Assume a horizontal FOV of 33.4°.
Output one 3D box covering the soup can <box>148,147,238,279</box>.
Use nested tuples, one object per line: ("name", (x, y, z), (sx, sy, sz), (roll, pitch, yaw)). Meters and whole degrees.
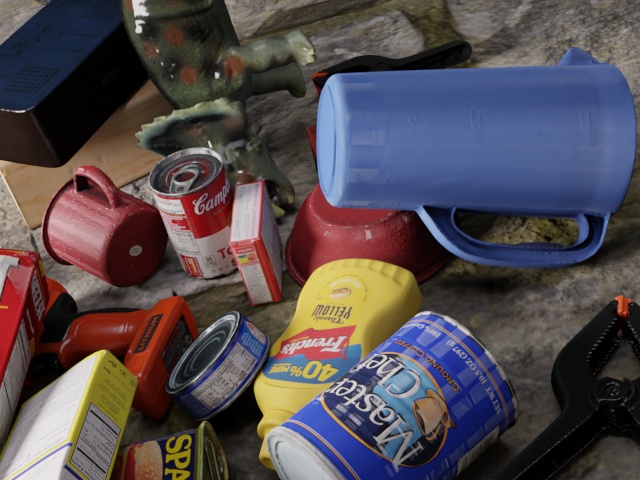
("soup can", (-0.107, -0.023, 0.963), (0.068, 0.102, 0.068), (-10, 38, 8))

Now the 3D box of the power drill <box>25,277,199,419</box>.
("power drill", (-0.208, 0.102, 0.881), (0.188, 0.057, 0.184), (1, 42, 21))

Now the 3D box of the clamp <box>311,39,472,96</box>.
("clamp", (0.076, -0.175, 1.136), (0.172, 0.039, 0.120), (11, 44, 31))

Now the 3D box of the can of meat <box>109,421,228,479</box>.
("can of meat", (-0.112, 0.184, 0.748), (0.084, 0.057, 0.102), (-15, 37, 7))

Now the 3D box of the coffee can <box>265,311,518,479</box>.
("coffee can", (0.049, 0.129, 0.720), (0.140, 0.103, 0.103), (-36, 42, -24))

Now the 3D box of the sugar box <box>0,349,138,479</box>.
("sugar box", (-0.184, 0.158, 0.735), (0.093, 0.048, 0.176), (-35, 24, 19))

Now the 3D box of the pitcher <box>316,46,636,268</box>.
("pitcher", (0.124, -0.071, 0.874), (0.242, 0.145, 0.149), (-1, 35, -9))

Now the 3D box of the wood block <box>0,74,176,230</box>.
("wood block", (-0.239, -0.109, 1.127), (0.206, 0.090, 0.091), (-27, 40, -14))

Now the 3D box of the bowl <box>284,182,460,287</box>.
("bowl", (0.041, -0.020, 0.946), (0.162, 0.055, 0.162), (-10, 39, 8))

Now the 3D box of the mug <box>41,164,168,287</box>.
("mug", (-0.196, -0.016, 0.980), (0.082, 0.117, 0.093), (24, 43, 33))

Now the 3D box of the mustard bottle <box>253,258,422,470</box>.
("mustard bottle", (0.002, 0.095, 0.814), (0.096, 0.058, 0.191), (3, 42, 30))

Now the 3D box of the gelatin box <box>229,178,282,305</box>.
("gelatin box", (-0.056, 0.001, 0.938), (0.030, 0.073, 0.089), (-10, 38, 7))

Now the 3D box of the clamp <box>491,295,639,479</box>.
("clamp", (0.193, 0.119, 0.734), (0.165, 0.036, 0.210), (-6, 37, 16))

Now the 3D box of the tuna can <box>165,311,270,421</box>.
("tuna can", (-0.080, 0.096, 0.828), (0.086, 0.033, 0.086), (-42, 17, 15))
